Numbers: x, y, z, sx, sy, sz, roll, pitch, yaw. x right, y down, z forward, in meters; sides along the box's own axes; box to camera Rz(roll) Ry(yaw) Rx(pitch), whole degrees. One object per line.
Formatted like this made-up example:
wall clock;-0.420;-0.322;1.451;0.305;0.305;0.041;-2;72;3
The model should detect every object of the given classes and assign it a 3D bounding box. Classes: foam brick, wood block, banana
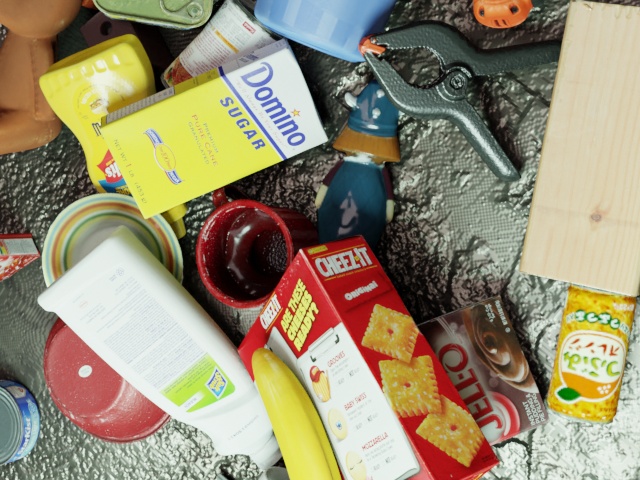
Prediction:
foam brick;-0.180;-0.179;1.009;0.053;0.051;0.078;-33;79;21
wood block;0.222;-0.069;0.818;0.091;0.090;0.206;12;96;22
banana;-0.014;0.179;0.843;0.070;0.037;0.198;-20;84;57

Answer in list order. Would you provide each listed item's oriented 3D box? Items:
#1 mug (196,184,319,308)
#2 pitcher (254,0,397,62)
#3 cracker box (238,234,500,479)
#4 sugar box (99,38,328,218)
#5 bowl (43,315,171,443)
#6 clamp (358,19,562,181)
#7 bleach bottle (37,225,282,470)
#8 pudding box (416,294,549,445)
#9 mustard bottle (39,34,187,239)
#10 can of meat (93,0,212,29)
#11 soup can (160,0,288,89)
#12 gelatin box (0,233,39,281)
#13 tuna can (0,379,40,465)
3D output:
mug;-0.056;0.001;0.943;0.093;0.081;0.117;-39;77;19
pitcher;0.029;-0.281;0.886;0.145;0.149;0.243;23;104;2
cracker box;0.030;0.129;0.861;0.214;0.071;0.164;60;143;23
sugar box;-0.091;-0.097;0.925;0.176;0.048;0.093;-23;114;3
bowl;-0.211;0.120;1.027;0.162;0.055;0.162;1;92;24
clamp;0.117;-0.136;0.861;0.171;0.039;0.120;29;93;-12
bleach bottle;-0.129;0.110;0.953;0.103;0.068;0.251;-39;99;12
pudding box;0.122;0.112;0.870;0.090;0.039;0.113;-19;80;-12
mustard bottle;-0.172;-0.084;0.977;0.096;0.058;0.191;-19;113;11
can of meat;-0.147;-0.218;0.937;0.102;0.084;0.057;7;95;-10
soup can;-0.086;-0.165;0.961;0.102;0.068;0.068;-47;74;16
gelatin box;-0.339;0.025;1.070;0.089;0.073;0.030;-29;79;21
tuna can;-0.329;0.186;1.090;0.086;0.033;0.086;0;91;23
